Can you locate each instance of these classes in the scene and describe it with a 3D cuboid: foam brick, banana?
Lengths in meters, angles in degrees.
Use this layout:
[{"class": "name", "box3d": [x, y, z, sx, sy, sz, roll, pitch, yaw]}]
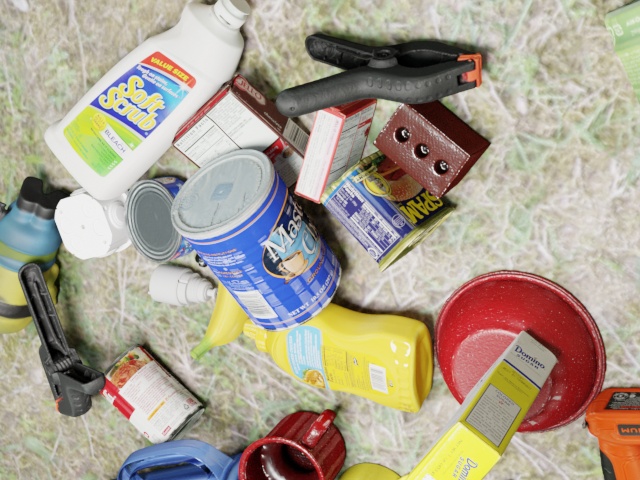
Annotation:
[{"class": "foam brick", "box3d": [0.097, -0.084, 0.928, 0.078, 0.051, 0.053, 40, 122, 9]}, {"class": "banana", "box3d": [-0.095, 0.023, 1.059, 0.037, 0.069, 0.198, 18, 114, 42]}]

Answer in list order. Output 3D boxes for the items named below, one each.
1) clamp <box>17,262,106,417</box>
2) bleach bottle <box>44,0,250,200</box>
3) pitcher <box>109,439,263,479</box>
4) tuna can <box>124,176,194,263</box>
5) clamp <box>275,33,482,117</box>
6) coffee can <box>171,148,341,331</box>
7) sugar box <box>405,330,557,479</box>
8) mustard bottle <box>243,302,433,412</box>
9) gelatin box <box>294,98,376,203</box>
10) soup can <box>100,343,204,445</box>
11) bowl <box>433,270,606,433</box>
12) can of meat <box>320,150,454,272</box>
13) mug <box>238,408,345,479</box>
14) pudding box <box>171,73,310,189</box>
[{"class": "clamp", "box3d": [-0.274, 0.141, 1.158, 0.165, 0.036, 0.210, 51, 152, 29]}, {"class": "bleach bottle", "box3d": [-0.161, -0.151, 1.035, 0.102, 0.068, 0.251, 50, 120, 3]}, {"class": "pitcher", "box3d": [-0.156, 0.297, 1.154, 0.243, 0.144, 0.149, -14, 74, 34]}, {"class": "tuna can", "box3d": [-0.159, -0.022, 1.084, 0.086, 0.033, 0.086, 12, 108, 39]}, {"class": "clamp", "box3d": [0.047, -0.137, 0.902, 0.172, 0.120, 0.039, 5, 135, 23]}, {"class": "coffee can", "box3d": [-0.056, 0.001, 0.975, 0.103, 0.102, 0.140, -9, 135, 30]}, {"class": "sugar box", "box3d": [0.130, 0.147, 0.853, 0.048, 0.176, 0.093, 40, 122, 11]}, {"class": "mustard bottle", "box3d": [0.011, 0.104, 1.034, 0.192, 0.058, 0.096, 11, 131, 25]}, {"class": "gelatin box", "box3d": [0.014, -0.086, 0.958, 0.030, 0.073, 0.089, 25, 117, 18]}, {"class": "soup can", "box3d": [-0.184, 0.171, 1.158, 0.102, 0.068, 0.069, 42, 121, 8]}, {"class": "bowl", "box3d": [0.169, 0.111, 0.958, 0.162, 0.055, 0.162, 9, 112, 24]}, {"class": "can of meat", "box3d": [0.059, -0.030, 0.939, 0.084, 0.101, 0.058, 47, 123, 7]}, {"class": "mug", "box3d": [-0.019, 0.215, 1.076, 0.093, 0.081, 0.117, 33, 115, 10]}, {"class": "pudding box", "box3d": [-0.069, -0.088, 1.000, 0.113, 0.039, 0.090, 42, 125, -18]}]
